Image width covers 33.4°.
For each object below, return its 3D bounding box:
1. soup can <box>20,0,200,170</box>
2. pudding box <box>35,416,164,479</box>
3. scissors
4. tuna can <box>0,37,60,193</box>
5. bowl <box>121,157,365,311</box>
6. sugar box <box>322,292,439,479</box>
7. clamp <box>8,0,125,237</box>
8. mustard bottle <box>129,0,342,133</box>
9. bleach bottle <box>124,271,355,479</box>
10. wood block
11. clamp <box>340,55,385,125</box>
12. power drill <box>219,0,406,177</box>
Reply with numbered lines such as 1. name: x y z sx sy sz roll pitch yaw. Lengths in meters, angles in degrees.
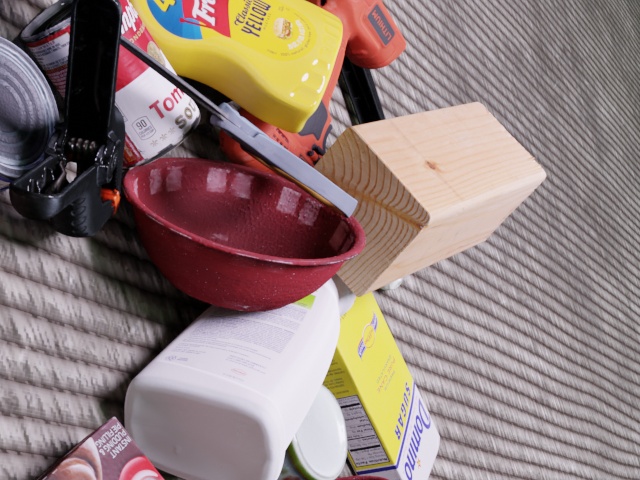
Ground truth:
1. soup can: -0.129 -0.103 0.664 0.102 0.069 0.068 58 31 -27
2. pudding box: -0.117 0.157 0.549 0.090 0.039 0.113 52 31 -3
3. scissors: -0.059 -0.074 0.674 0.201 0.096 0.016 35 88 -27
4. tuna can: -0.183 -0.069 0.582 0.086 0.034 0.086 37 44 -48
5. bowl: -0.055 0.001 0.695 0.161 0.162 0.055 -27 137 -62
6. sugar box: 0.039 0.122 0.863 0.176 0.048 0.093 62 30 -18
7. clamp: -0.125 -0.058 0.573 0.171 0.039 0.120 131 -21 -80
8. mustard bottle: -0.083 -0.152 0.721 0.191 0.058 0.096 25 56 -12
9. bleach bottle: -0.029 0.067 0.714 0.250 0.103 0.068 -46 146 -60
10. wood block: 0.079 -0.039 0.823 0.091 0.090 0.205 50 33 15
11. clamp: 0.017 -0.210 1.016 0.164 0.036 0.210 46 38 -40
12. power drill: 0.007 -0.101 0.855 0.184 0.057 0.187 47 59 -53
